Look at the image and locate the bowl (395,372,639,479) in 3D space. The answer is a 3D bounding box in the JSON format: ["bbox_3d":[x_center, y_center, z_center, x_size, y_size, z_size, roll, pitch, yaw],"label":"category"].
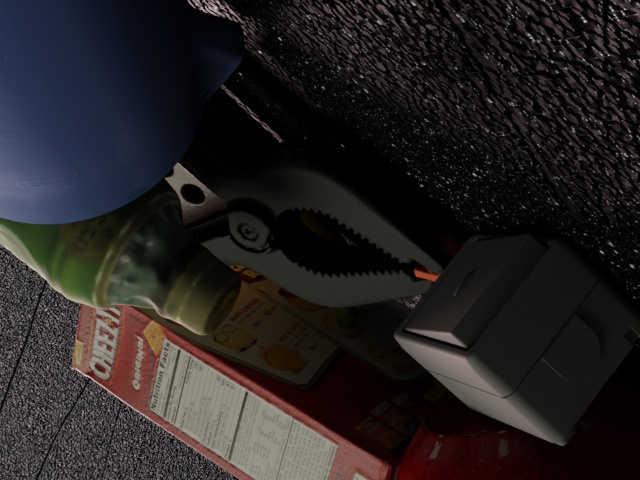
[{"bbox_3d":[0.098,0.098,0.491,0.162,0.162,0.055,178,75,-75],"label":"bowl"}]

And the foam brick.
[{"bbox_3d":[-0.059,-0.040,0.580,0.078,0.051,0.053,41,135,-14],"label":"foam brick"}]

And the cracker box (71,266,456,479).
[{"bbox_3d":[-0.014,0.077,0.637,0.214,0.072,0.163,27,-154,26],"label":"cracker box"}]

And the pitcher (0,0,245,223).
[{"bbox_3d":[-0.127,-0.102,0.360,0.145,0.149,0.243,39,167,12],"label":"pitcher"}]

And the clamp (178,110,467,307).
[{"bbox_3d":[-0.033,-0.023,0.516,0.210,0.036,0.164,11,135,23],"label":"clamp"}]
